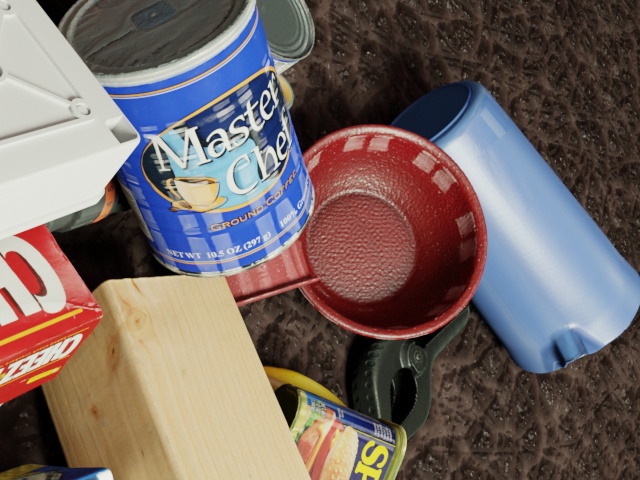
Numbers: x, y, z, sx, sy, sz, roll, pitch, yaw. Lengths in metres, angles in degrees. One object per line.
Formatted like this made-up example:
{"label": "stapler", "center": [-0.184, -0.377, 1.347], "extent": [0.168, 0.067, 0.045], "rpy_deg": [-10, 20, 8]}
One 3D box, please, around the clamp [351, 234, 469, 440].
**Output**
{"label": "clamp", "center": [0.070, 0.092, 0.840], "extent": [0.120, 0.039, 0.171], "rpy_deg": [29, 62, -33]}

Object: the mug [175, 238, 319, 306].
{"label": "mug", "center": [-0.055, 0.001, 0.698], "extent": [0.117, 0.093, 0.081], "rpy_deg": [-5, 77, -79]}

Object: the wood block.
{"label": "wood block", "center": [-0.071, 0.130, 0.585], "extent": [0.090, 0.090, 0.206], "rpy_deg": [-3, 61, -48]}

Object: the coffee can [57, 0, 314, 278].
{"label": "coffee can", "center": [-0.068, -0.064, 0.572], "extent": [0.140, 0.103, 0.102], "rpy_deg": [73, 35, -43]}

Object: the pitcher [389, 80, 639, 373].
{"label": "pitcher", "center": [0.155, -0.018, 0.907], "extent": [0.145, 0.149, 0.242], "rpy_deg": [-49, 114, -19]}

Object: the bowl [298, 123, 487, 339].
{"label": "bowl", "center": [0.039, -0.002, 0.790], "extent": [0.162, 0.055, 0.162], "rpy_deg": [4, 74, -16]}

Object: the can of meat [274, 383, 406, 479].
{"label": "can of meat", "center": [-0.004, 0.153, 0.700], "extent": [0.083, 0.058, 0.102], "rpy_deg": [26, 82, -24]}
